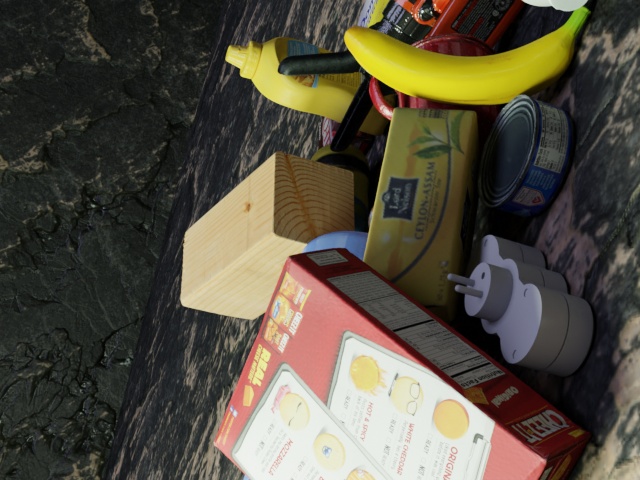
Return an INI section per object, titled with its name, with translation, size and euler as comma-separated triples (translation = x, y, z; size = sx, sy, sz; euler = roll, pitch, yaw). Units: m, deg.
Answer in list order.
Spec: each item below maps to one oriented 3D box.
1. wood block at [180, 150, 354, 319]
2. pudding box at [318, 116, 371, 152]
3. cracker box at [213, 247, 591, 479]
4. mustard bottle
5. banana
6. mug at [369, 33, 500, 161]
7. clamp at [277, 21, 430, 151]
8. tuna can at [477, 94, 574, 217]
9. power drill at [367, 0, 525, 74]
[wood block]
translation = -0.058, 0.001, 1.077
size = 0.206, 0.090, 0.091
euler = -35, 48, 52
[pudding box]
translation = 0.028, -0.131, 1.291
size = 0.113, 0.039, 0.090
euler = -87, 20, -44
[cracker box]
translation = 0.043, 0.129, 0.692
size = 0.214, 0.071, 0.164
euler = 37, 119, 30
[mustard bottle]
translation = -0.013, -0.182, 1.195
size = 0.058, 0.191, 0.096
euler = 120, 160, -43
[banana]
translation = 0.109, -0.137, 0.823
size = 0.037, 0.198, 0.069
euler = 35, -121, -61
[mug]
translation = 0.096, -0.113, 0.885
size = 0.093, 0.117, 0.081
euler = 126, 151, -49
[clamp]
translation = 0.043, -0.183, 1.112
size = 0.171, 0.120, 0.039
euler = -40, 32, 11
[tuna can]
translation = 0.150, -0.061, 0.783
size = 0.086, 0.033, 0.086
euler = -165, 90, -75
[power drill]
translation = 0.110, -0.212, 0.989
size = 0.185, 0.057, 0.188
euler = -56, 22, 17
